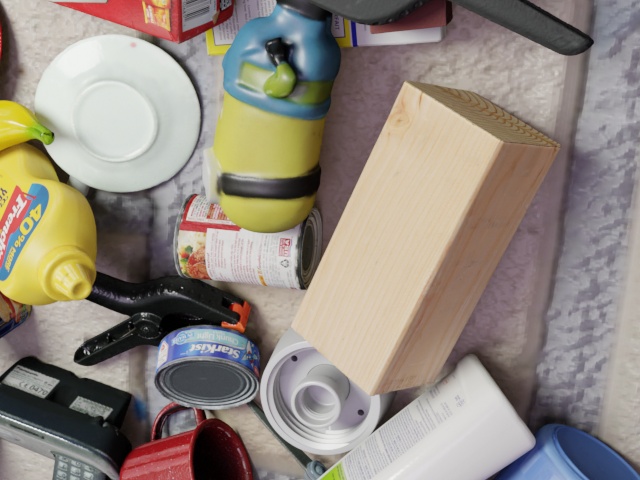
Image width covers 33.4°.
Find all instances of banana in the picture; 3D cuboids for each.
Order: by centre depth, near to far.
[{"bbox_3d":[-0.293,-0.056,0.848,0.198,0.069,0.037,-34,134,18],"label":"banana"}]

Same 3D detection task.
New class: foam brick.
[{"bbox_3d":[0.059,-0.181,0.714,0.053,0.051,0.078,-2,106,12],"label":"foam brick"}]

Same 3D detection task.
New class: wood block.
[{"bbox_3d":[0.073,-0.001,0.775,0.091,0.090,0.206,38,115,32],"label":"wood block"}]

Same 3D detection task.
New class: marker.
[{"bbox_3d":[-0.179,-0.091,0.869,0.020,0.020,0.121,29,111,5],"label":"marker"}]

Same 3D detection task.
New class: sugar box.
[{"bbox_3d":[0.002,-0.187,0.778,0.176,0.048,0.093,-1,106,12],"label":"sugar box"}]

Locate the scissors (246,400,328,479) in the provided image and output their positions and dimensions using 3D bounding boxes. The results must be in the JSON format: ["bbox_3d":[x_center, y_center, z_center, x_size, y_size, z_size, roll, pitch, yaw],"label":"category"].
[{"bbox_3d":[0.014,0.199,0.895,0.202,0.096,0.016,53,123,29],"label":"scissors"}]

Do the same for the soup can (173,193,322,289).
[{"bbox_3d":[-0.055,0.001,0.837,0.102,0.068,0.068,6,107,13],"label":"soup can"}]

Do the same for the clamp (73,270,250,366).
[{"bbox_3d":[-0.147,0.054,0.878,0.172,0.039,0.120,-8,137,14],"label":"clamp"}]

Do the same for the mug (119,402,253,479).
[{"bbox_3d":[-0.117,0.194,0.907,0.082,0.093,0.117,-19,69,24],"label":"mug"}]

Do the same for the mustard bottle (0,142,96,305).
[{"bbox_3d":[-0.221,-0.004,0.826,0.192,0.058,0.096,38,98,47],"label":"mustard bottle"}]

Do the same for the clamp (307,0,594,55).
[{"bbox_3d":[0.064,-0.196,0.660,0.210,0.036,0.164,1,107,11],"label":"clamp"}]

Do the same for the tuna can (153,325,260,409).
[{"bbox_3d":[-0.092,0.104,0.872,0.086,0.033,0.086,1,144,1],"label":"tuna can"}]

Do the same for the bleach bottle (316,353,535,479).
[{"bbox_3d":[0.038,0.190,0.810,0.251,0.102,0.068,-35,101,3],"label":"bleach bottle"}]
